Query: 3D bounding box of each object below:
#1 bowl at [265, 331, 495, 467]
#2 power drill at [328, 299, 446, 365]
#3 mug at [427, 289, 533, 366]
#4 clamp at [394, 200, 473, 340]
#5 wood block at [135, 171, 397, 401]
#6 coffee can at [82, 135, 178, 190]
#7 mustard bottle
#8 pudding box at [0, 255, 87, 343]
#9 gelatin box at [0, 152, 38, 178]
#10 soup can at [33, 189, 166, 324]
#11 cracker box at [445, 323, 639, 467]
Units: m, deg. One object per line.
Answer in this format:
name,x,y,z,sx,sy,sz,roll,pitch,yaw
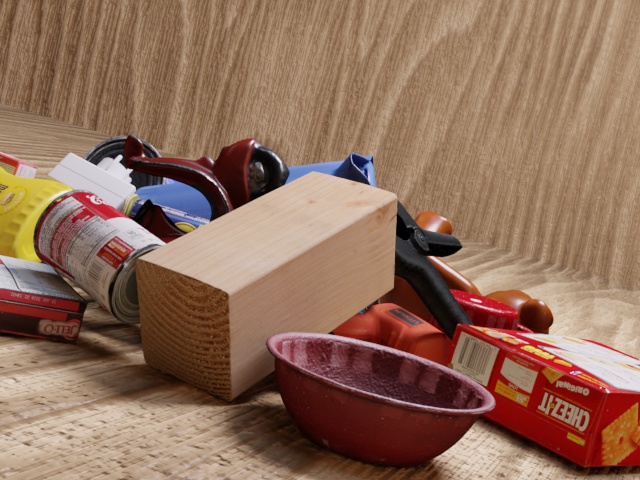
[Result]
bowl,0.035,0.113,0.734,0.162,0.055,0.162,15,6,-2
power drill,0.015,0.085,0.931,0.187,0.057,0.185,12,10,-32
mug,0.152,0.098,1.020,0.117,0.081,0.093,15,6,3
clamp,0.080,0.016,0.938,0.171,0.039,0.120,30,33,-39
wood block,-0.035,0.027,0.822,0.090,0.091,0.205,18,32,33
coffee can,-0.195,-0.040,1.165,0.103,0.103,0.140,17,-13,17
mustard bottle,-0.338,-0.035,1.049,0.192,0.096,0.058,17,-38,27
pudding box,-0.239,0.041,0.817,0.089,0.039,0.114,14,8,-31
gelatin box,-0.343,-0.048,1.121,0.073,0.089,0.030,20,0,36
soup can,-0.163,0.012,0.816,0.102,0.068,0.068,31,15,35
cracker box,0.236,0.137,0.930,0.213,0.072,0.164,11,8,-41
